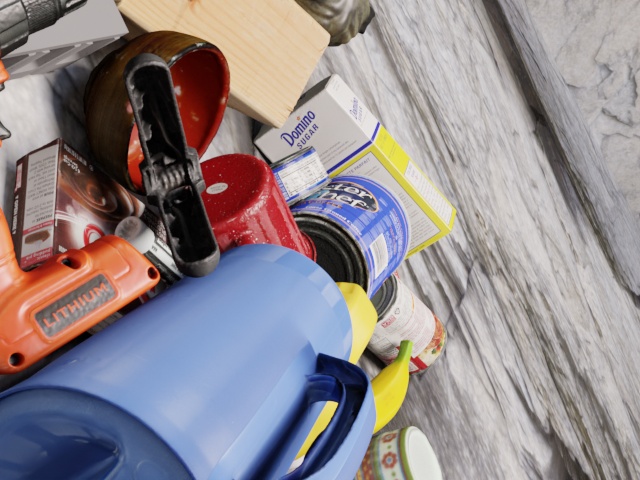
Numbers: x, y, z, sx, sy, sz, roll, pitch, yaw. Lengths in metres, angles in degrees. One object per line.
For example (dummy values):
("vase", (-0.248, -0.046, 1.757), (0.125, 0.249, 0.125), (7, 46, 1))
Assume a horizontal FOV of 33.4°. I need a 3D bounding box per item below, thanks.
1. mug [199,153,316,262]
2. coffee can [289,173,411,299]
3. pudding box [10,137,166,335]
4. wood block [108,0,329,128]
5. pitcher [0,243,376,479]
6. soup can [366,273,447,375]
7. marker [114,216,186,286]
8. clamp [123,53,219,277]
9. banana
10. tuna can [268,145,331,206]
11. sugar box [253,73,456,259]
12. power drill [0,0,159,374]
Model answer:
("mug", (-0.055, 0.001, 0.730), (0.117, 0.093, 0.081), (58, -6, 49))
("coffee can", (0.010, 0.008, 0.889), (0.103, 0.103, 0.140), (65, 23, -7))
("pudding box", (-0.137, 0.006, 0.645), (0.113, 0.039, 0.090), (41, 34, -49))
("wood block", (-0.092, -0.174, 0.802), (0.205, 0.090, 0.091), (32, 86, -55))
("pitcher", (-0.057, 0.087, 0.554), (0.149, 0.145, 0.242), (37, 27, 5))
("soup can", (0.066, 0.075, 0.999), (0.102, 0.069, 0.068), (44, 33, -43))
("marker", (-0.088, 0.023, 0.671), (0.121, 0.020, 0.020), (50, 28, -50))
("clamp", (-0.085, -0.029, 0.626), (0.171, 0.039, 0.120), (110, -31, -80))
("banana", (0.028, 0.134, 0.889), (0.197, 0.037, 0.069), (-13, 97, -62))
("tuna can", (-0.036, -0.043, 0.855), (0.034, 0.086, 0.086), (63, 23, -6))
("sugar box", (0.033, -0.058, 0.970), (0.176, 0.093, 0.048), (49, 31, -15))
("power drill", (-0.157, -0.043, 0.532), (0.184, 0.057, 0.187), (-35, 106, -28))
